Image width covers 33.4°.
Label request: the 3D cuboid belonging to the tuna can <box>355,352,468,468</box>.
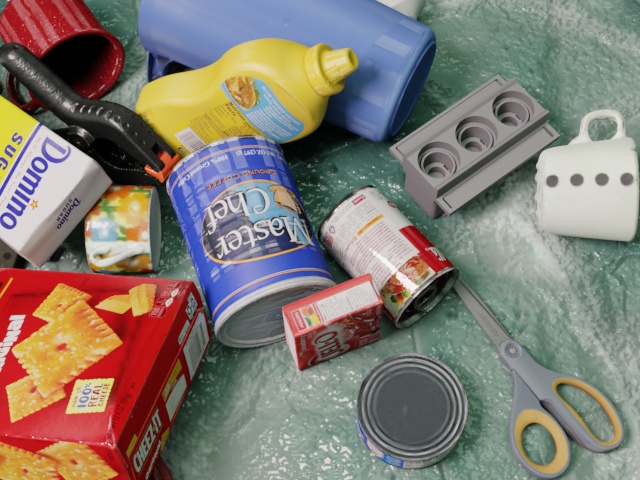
[{"bbox_3d":[0.070,0.133,0.830,0.086,0.034,0.086,-1,64,1],"label":"tuna can"}]

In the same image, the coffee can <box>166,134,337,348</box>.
[{"bbox_3d":[-0.056,0.001,0.859,0.102,0.103,0.140,-18,65,-7],"label":"coffee can"}]

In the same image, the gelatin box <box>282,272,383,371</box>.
[{"bbox_3d":[0.010,0.066,0.833,0.073,0.089,0.030,-21,67,-8],"label":"gelatin box"}]

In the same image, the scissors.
[{"bbox_3d":[0.146,0.108,0.850,0.202,0.016,0.096,38,71,18],"label":"scissors"}]

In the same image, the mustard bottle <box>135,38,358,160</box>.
[{"bbox_3d":[-0.052,-0.116,0.872,0.192,0.096,0.058,-17,45,32],"label":"mustard bottle"}]

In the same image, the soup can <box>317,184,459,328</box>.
[{"bbox_3d":[0.054,0.012,0.870,0.068,0.068,0.102,-37,68,-15],"label":"soup can"}]

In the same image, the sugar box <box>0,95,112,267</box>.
[{"bbox_3d":[-0.263,-0.064,0.857,0.176,0.048,0.093,32,77,23],"label":"sugar box"}]

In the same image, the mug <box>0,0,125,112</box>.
[{"bbox_3d":[-0.243,-0.169,0.962,0.117,0.093,0.081,-47,62,20],"label":"mug"}]

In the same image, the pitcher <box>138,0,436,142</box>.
[{"bbox_3d":[-0.032,-0.171,0.938,0.243,0.149,0.144,26,53,10],"label":"pitcher"}]

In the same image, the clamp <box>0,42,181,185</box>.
[{"bbox_3d":[-0.198,-0.100,0.890,0.172,0.120,0.039,17,55,19],"label":"clamp"}]

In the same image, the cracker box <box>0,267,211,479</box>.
[{"bbox_3d":[-0.208,0.097,0.785,0.214,0.072,0.164,3,41,16],"label":"cracker box"}]
